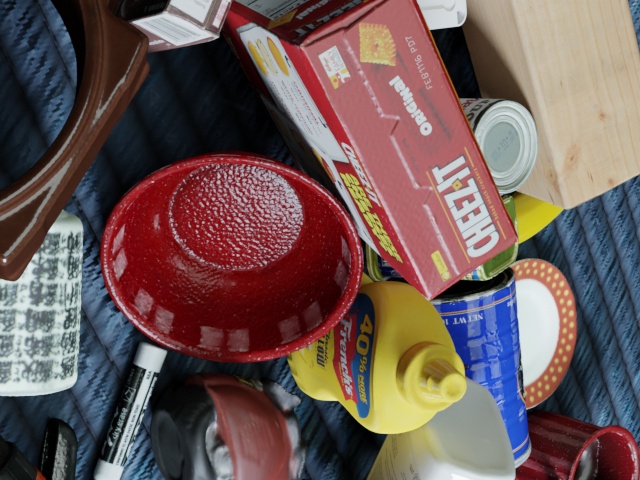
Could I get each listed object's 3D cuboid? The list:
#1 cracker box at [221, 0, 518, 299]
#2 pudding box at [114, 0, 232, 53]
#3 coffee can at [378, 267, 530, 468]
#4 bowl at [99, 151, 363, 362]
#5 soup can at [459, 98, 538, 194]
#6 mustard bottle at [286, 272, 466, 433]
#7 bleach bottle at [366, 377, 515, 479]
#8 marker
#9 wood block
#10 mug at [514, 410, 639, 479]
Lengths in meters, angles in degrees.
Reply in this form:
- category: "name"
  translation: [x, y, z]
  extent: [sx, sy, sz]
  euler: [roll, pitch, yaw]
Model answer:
- category: "cracker box"
  translation: [0.019, -0.081, 0.642]
  extent: [0.072, 0.214, 0.164]
  euler: [-32, 116, -6]
- category: "pudding box"
  translation: [-0.083, -0.159, 0.622]
  extent: [0.039, 0.114, 0.090]
  euler: [25, 81, -33]
- category: "coffee can"
  translation: [0.101, 0.095, 0.802]
  extent: [0.102, 0.103, 0.140]
  euler: [-17, 106, -34]
- category: "bowl"
  translation: [-0.054, 0.001, 0.673]
  extent: [0.162, 0.055, 0.162]
  euler: [0, 127, 0]
- category: "soup can"
  translation: [0.098, -0.070, 0.776]
  extent: [0.068, 0.102, 0.068]
  euler: [-6, 101, -35]
- category: "mustard bottle"
  translation: [0.037, 0.073, 0.693]
  extent: [0.058, 0.192, 0.096]
  euler: [2, 96, -25]
- category: "bleach bottle"
  translation: [0.049, 0.216, 0.756]
  extent: [0.068, 0.102, 0.251]
  euler: [15, 122, -16]
- category: "marker"
  translation: [-0.128, 0.125, 0.689]
  extent: [0.020, 0.020, 0.121]
  euler: [24, 83, -36]
- category: "wood block"
  translation: [0.168, -0.140, 0.778]
  extent: [0.090, 0.091, 0.206]
  euler: [-25, 111, -14]
- category: "mug"
  translation: [0.202, 0.195, 0.904]
  extent: [0.117, 0.082, 0.093]
  euler: [-12, 104, -35]
